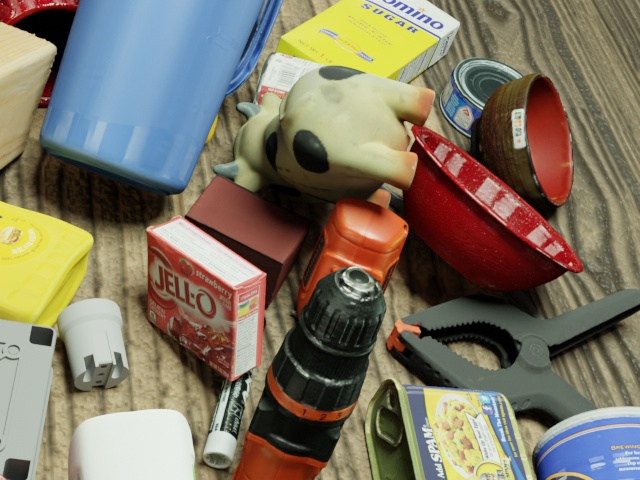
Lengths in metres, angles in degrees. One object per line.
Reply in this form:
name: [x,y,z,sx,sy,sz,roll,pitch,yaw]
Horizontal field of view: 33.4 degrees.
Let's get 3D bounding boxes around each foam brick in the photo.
foam brick: [-0.055,0.001,0.753,0.078,0.053,0.051,26,45,4]

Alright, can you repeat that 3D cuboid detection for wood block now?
wood block: [-0.245,-0.087,0.670,0.090,0.090,0.206,22,16,-5]

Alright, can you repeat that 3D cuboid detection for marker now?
marker: [-0.054,0.092,0.692,0.020,0.020,0.121,17,45,-6]

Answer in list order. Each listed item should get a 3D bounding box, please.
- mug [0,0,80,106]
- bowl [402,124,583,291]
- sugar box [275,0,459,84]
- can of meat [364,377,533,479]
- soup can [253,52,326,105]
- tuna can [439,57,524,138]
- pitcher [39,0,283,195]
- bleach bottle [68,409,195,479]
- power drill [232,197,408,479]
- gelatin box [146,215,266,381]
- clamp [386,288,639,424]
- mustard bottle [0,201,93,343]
mug: [-0.222,-0.168,0.809,0.117,0.093,0.081,29,24,-48]
bowl: [0.113,-0.013,0.782,0.162,0.055,0.162,36,16,-12]
sugar box: [0.044,-0.176,0.961,0.093,0.048,0.176,36,47,13]
can of meat: [0.082,0.141,0.674,0.083,0.058,0.102,7,48,-19]
soup can: [0.002,-0.107,0.854,0.102,0.068,0.068,15,44,6]
tuna can: [0.154,-0.127,0.967,0.086,0.034,0.086,11,46,-12]
pitcher: [-0.103,-0.157,0.763,0.149,0.145,0.243,20,86,-12]
bleach bottle: [-0.081,0.216,0.523,0.068,0.103,0.251,-4,57,-14]
power drill: [0.006,0.052,0.651,0.057,0.185,0.187,24,35,0]
gelatin box: [-0.075,0.036,0.681,0.089,0.073,0.030,31,41,34]
clamp: [0.154,0.080,0.768,0.210,0.036,0.164,17,51,-2]
mustard bottle: [-0.249,-0.005,0.676,0.191,0.058,0.096,23,37,1]
